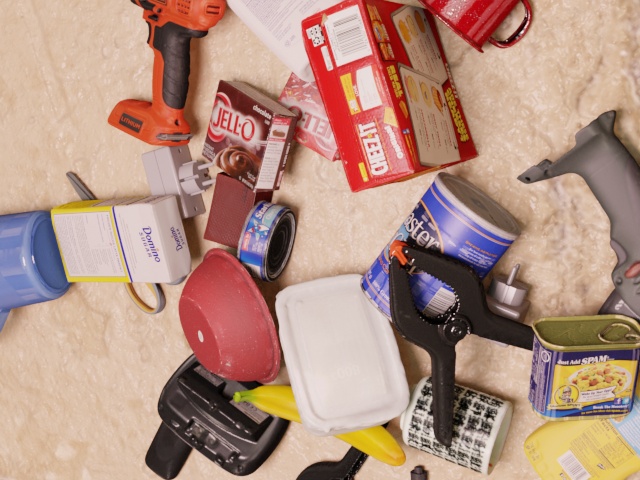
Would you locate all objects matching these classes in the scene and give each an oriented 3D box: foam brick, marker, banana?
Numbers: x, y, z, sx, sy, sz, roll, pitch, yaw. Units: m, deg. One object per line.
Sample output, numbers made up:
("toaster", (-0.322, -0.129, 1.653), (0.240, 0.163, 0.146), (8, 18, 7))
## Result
("foam brick", (-0.090, -0.034, 1.189), (0.053, 0.051, 0.078), (18, 104, 17))
("marker", (0.109, 0.308, 1.178), (0.020, 0.020, 0.121), (2, 98, 21))
("banana", (0.005, 0.197, 1.158), (0.198, 0.069, 0.037), (17, 114, 15))

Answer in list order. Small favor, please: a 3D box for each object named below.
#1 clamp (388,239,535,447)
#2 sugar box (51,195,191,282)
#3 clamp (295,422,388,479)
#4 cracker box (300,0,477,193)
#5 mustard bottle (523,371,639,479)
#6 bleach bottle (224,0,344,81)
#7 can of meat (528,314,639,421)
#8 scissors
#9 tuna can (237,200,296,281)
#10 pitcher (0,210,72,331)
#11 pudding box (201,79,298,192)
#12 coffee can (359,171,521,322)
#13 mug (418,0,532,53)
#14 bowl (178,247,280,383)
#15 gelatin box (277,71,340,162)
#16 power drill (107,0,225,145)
("clamp", (0.141, 0.081, 1.034), (0.164, 0.036, 0.210), (-30, 103, 5))
("sugar box", (-0.229, -0.001, 1.219), (0.177, 0.048, 0.093), (-1, 107, 36))
("clamp", (0.026, 0.269, 1.194), (0.172, 0.039, 0.120), (-17, 71, 25))
("cracker box", (0.070, -0.140, 1.024), (0.072, 0.213, 0.164), (-17, 91, 24))
("mustard bottle", (0.303, 0.186, 1.063), (0.192, 0.058, 0.096), (-42, 80, 21))
("bleach bottle", (-0.063, -0.287, 1.131), (0.102, 0.068, 0.251), (-44, 74, 10))
("can of meat", (0.248, 0.120, 1.002), (0.102, 0.057, 0.084), (-2, 114, -6))
("scissors", (-0.225, -0.010, 1.264), (0.096, 0.016, 0.202), (-26, 88, 25))
("tuna can", (-0.058, 0.001, 1.163), (0.034, 0.086, 0.086), (16, 103, 17))
("pitcher", (-0.424, 0.045, 1.292), (0.243, 0.145, 0.149), (-9, 127, 19))
("pudding box", (-0.078, -0.114, 1.153), (0.114, 0.039, 0.090), (34, 118, 42))
("coffee can", (0.121, 0.016, 1.086), (0.103, 0.102, 0.140), (39, 110, 12))
("mug", (0.160, -0.238, 1.050), (0.117, 0.093, 0.081), (35, 106, -19))
("bowl", (-0.109, 0.092, 1.165), (0.162, 0.055, 0.162), (41, 144, 39))
("gelatin box", (-0.003, -0.137, 1.151), (0.089, 0.030, 0.073), (32, 108, 15))
("power drill", (-0.187, -0.210, 1.183), (0.185, 0.057, 0.188), (29, 116, 41))
